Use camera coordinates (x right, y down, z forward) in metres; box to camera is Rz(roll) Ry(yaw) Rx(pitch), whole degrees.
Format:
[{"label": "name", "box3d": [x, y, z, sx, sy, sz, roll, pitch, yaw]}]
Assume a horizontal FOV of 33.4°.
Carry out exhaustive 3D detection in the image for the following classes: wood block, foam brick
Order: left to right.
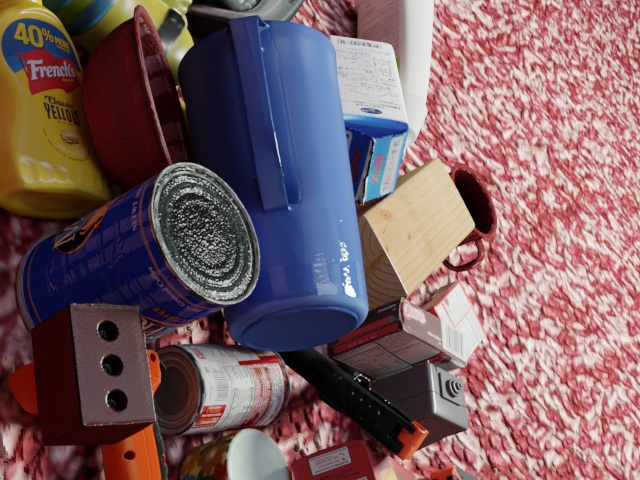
[{"label": "foam brick", "box3d": [-0.142, 0.084, 0.661, 0.052, 0.051, 0.078, 5, 65, -43]}, {"label": "wood block", "box3d": [0.072, -0.003, 1.094, 0.090, 0.091, 0.205, 61, 32, -6]}]

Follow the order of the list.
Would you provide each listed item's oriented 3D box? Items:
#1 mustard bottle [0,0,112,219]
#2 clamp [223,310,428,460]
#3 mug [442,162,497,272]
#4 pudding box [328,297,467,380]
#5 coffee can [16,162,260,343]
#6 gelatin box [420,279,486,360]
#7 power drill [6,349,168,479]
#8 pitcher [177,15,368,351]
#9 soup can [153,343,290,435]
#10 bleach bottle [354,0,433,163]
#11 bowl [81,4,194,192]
[{"label": "mustard bottle", "box3d": [-0.214, -0.114, 0.790, 0.096, 0.058, 0.191, 9, 61, -56]}, {"label": "clamp", "box3d": [0.011, 0.115, 0.875, 0.164, 0.036, 0.210, 35, -2, -29]}, {"label": "mug", "box3d": [0.148, -0.020, 1.224, 0.093, 0.082, 0.117, -12, 79, -57]}, {"label": "pudding box", "box3d": [0.075, 0.101, 1.028, 0.113, 0.090, 0.039, 32, 46, -41]}, {"label": "coffee can", "box3d": [-0.127, 0.020, 0.744, 0.102, 0.141, 0.103, 34, 44, -39]}, {"label": "gelatin box", "box3d": [0.146, 0.094, 1.191, 0.073, 0.030, 0.089, 62, 32, -6]}, {"label": "power drill", "box3d": [-0.147, 0.169, 0.696, 0.184, 0.057, 0.188, 3, 68, -53]}, {"label": "pitcher", "box3d": [-0.036, -0.046, 0.834, 0.149, 0.145, 0.243, 12, 58, -41]}, {"label": "soup can", "box3d": [-0.080, 0.113, 0.816, 0.102, 0.069, 0.068, 7, 63, -53]}, {"label": "bleach bottle", "box3d": [0.082, -0.194, 1.252, 0.068, 0.103, 0.250, 27, 53, -33]}, {"label": "bowl", "box3d": [-0.139, -0.092, 0.807, 0.162, 0.055, 0.162, -14, 90, -88]}]
